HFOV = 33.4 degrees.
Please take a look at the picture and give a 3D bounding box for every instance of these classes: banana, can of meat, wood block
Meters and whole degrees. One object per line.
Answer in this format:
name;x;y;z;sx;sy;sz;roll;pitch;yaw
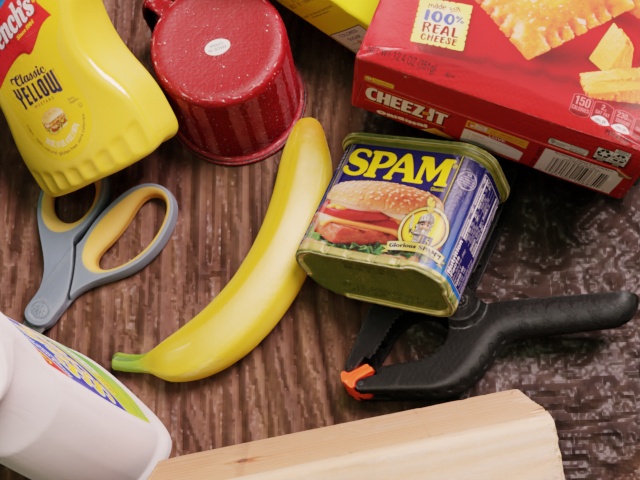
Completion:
banana;-0.042;0.014;0.642;0.070;0.037;0.197;36;78;11
can of meat;0.045;-0.010;0.613;0.102;0.057;0.084;10;62;32
wood block;0.019;0.146;0.557;0.206;0.091;0.090;-11;91;0

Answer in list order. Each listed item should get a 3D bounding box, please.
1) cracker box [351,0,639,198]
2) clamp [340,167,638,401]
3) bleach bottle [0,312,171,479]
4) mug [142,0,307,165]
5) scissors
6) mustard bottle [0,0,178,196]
cracker box;0.129;-0.153;0.600;0.164;0.072;0.213;20;75;5
clamp;0.093;0.045;0.618;0.171;0.039;0.120;-43;55;-6
bleach bottle;-0.146;0.077;0.518;0.103;0.251;0.068;40;79;14
mug;-0.066;-0.112;0.660;0.093;0.081;0.117;-44;75;-10
scissors;-0.178;0.026;0.660;0.201;0.016;0.096;-41;73;-9
mustard bottle;-0.167;-0.125;0.613;0.096;0.058;0.191;-19;107;32
